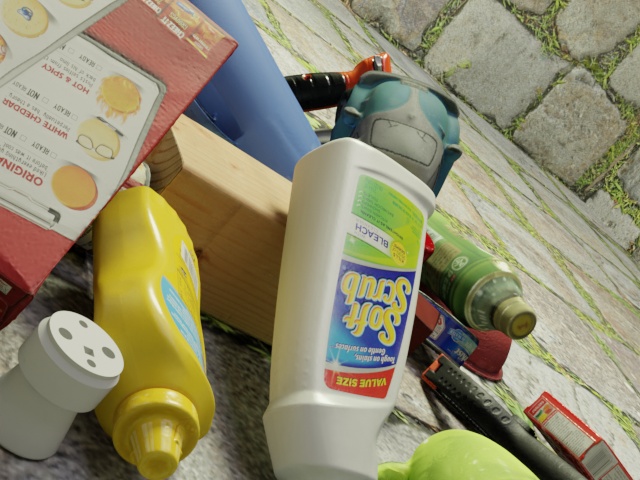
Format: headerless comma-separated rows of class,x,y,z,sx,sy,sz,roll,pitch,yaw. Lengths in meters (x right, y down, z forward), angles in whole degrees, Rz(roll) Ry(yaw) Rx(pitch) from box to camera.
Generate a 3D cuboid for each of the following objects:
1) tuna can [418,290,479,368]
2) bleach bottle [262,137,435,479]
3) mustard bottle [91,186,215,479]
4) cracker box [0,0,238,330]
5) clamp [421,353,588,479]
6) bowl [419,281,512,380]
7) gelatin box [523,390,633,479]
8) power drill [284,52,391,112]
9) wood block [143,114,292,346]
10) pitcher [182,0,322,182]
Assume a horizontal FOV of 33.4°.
tuna can,0.106,0.081,0.999,0.086,0.034,0.086,40,-3,2
bleach bottle,0.017,0.062,0.662,0.102,0.068,0.250,32,49,-33
mustard bottle,-0.089,0.055,0.565,0.192,0.058,0.096,-109,-176,-58
cracker box,-0.167,-0.083,0.566,0.164,0.072,0.213,39,51,-10
clamp,0.169,0.176,0.907,0.210,0.036,0.164,41,-6,39
bowl,0.154,0.073,1.143,0.162,0.055,0.162,38,17,-14
gelatin box,0.214,0.173,0.878,0.089,0.030,0.073,50,-4,-39
power drill,-0.027,-0.133,1.017,0.184,0.187,0.057,-132,-145,-88
wood block,-0.055,0.001,0.760,0.205,0.091,0.090,31,20,-37
pitcher,-0.094,-0.118,0.832,0.149,0.145,0.243,-42,106,-35
